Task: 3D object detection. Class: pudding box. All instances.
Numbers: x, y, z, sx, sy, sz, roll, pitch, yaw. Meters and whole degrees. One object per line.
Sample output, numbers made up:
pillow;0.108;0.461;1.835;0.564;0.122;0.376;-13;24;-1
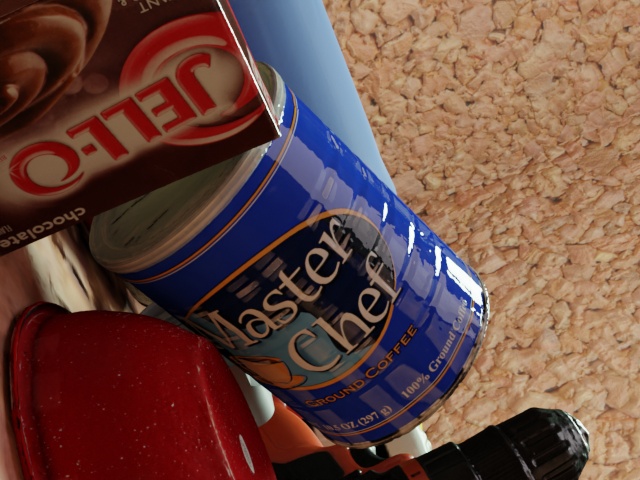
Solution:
pudding box;-0.080;-0.052;0.351;0.090;0.113;0.039;64;6;-50

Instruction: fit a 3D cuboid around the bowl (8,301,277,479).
bowl;-0.052;0.088;0.396;0.162;0.055;0.162;-23;91;-88

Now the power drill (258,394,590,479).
power drill;0.017;0.100;0.535;0.057;0.184;0.188;67;-7;-29

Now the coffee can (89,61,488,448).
coffee can;-0.011;0.009;0.451;0.140;0.103;0.103;42;15;-28
